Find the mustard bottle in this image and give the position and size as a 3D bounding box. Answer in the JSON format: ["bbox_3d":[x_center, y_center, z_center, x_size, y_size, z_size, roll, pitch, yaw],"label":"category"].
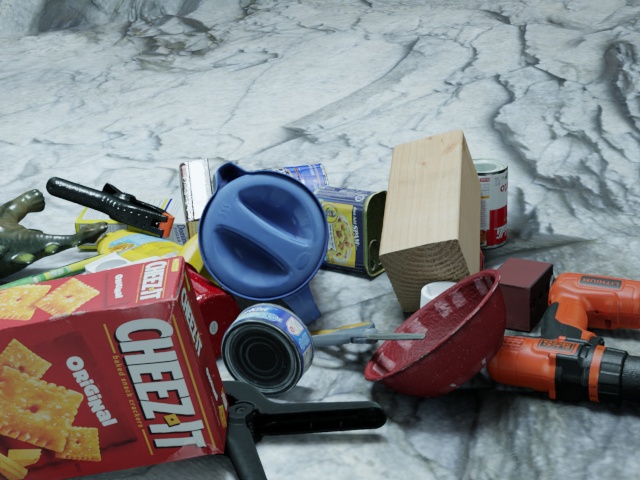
[{"bbox_3d":[-0.209,0.026,1.280,0.096,0.058,0.192,-18,26,-41],"label":"mustard bottle"}]

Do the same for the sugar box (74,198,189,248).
[{"bbox_3d":[-0.229,-0.023,1.426,0.176,0.048,0.093,2,23,3],"label":"sugar box"}]

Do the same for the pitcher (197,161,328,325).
[{"bbox_3d":[-0.058,0.001,1.190,0.145,0.149,0.243,14,1,-2],"label":"pitcher"}]

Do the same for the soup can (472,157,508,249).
[{"bbox_3d":[0.205,-0.048,1.362,0.068,0.102,0.068,-2,21,1],"label":"soup can"}]

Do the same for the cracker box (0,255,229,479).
[{"bbox_3d":[-0.197,0.114,0.873,0.214,0.164,0.072,-10,32,5],"label":"cracker box"}]

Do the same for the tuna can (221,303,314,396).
[{"bbox_3d":[-0.051,0.106,1.025,0.086,0.086,0.033,6,25,20],"label":"tuna can"}]

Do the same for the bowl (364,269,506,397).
[{"bbox_3d":[0.120,0.098,1.006,0.162,0.055,0.162,-39,5,4],"label":"bowl"}]

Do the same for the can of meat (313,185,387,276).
[{"bbox_3d":[0.036,-0.014,1.297,0.084,0.102,0.057,9,20,32],"label":"can of meat"}]

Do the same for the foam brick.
[{"bbox_3d":[0.216,0.057,1.160,0.051,0.053,0.078,10,25,28],"label":"foam brick"}]

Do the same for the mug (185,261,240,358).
[{"bbox_3d":[-0.145,0.085,1.103,0.082,0.093,0.117,26,66,42],"label":"mug"}]

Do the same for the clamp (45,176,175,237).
[{"bbox_3d":[-0.251,-0.044,1.359,0.172,0.039,0.120,23,15,19],"label":"clamp"}]

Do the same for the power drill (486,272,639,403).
[{"bbox_3d":[0.274,0.096,1.049,0.185,0.057,0.187,8,24,24],"label":"power drill"}]

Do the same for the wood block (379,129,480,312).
[{"bbox_3d":[0.130,-0.026,1.228,0.090,0.091,0.206,-13,37,19],"label":"wood block"}]

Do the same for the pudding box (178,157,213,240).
[{"bbox_3d":[-0.148,-0.032,1.310,0.039,0.113,0.090,-8,60,-5],"label":"pudding box"}]

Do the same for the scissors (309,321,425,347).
[{"bbox_3d":[0.055,0.092,1.061,0.096,0.016,0.202,-10,1,-45],"label":"scissors"}]

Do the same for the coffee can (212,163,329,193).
[{"bbox_3d":[-0.063,-0.043,1.377,0.140,0.103,0.103,-6,22,-10],"label":"coffee can"}]

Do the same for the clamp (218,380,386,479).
[{"bbox_3d":[-0.069,0.169,0.935,0.210,0.036,0.164,10,28,29],"label":"clamp"}]
